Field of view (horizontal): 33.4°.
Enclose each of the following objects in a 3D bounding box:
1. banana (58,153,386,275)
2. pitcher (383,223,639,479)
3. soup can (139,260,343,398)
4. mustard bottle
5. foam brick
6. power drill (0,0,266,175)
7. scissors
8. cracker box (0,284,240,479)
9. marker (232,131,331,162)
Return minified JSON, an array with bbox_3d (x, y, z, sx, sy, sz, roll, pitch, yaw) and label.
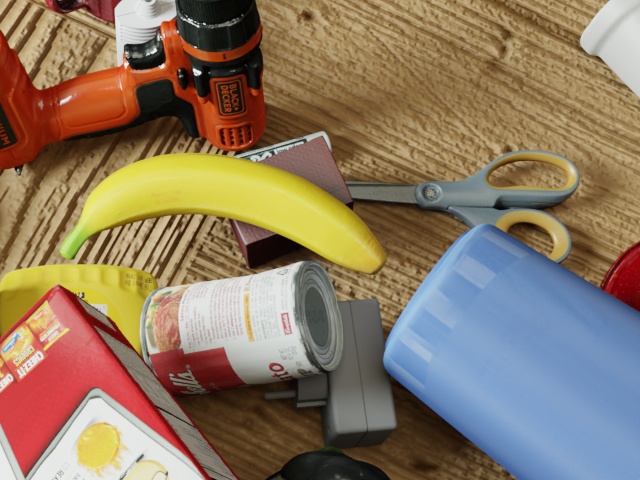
[{"bbox_3d":[-0.057,-0.018,0.652,0.198,0.037,0.069,3,90,1],"label":"banana"},{"bbox_3d":[0.162,0.099,0.617,0.243,0.149,0.144,36,51,13],"label":"pitcher"},{"bbox_3d":[-0.045,0.052,0.629,0.102,0.068,0.068,-12,65,20],"label":"soup can"},{"bbox_3d":[-0.142,0.111,0.624,0.096,0.058,0.191,1,67,-12],"label":"mustard bottle"},{"bbox_3d":[-0.023,-0.024,0.700,0.078,0.051,0.053,-21,73,-9],"label":"foam brick"},{"bbox_3d":[-0.128,-0.113,0.665,0.187,0.184,0.057,-8,55,-3],"label":"power drill"},{"bbox_3d":[0.087,-0.014,0.737,0.201,0.016,0.096,-11,73,-8],"label":"scissors"},{"bbox_3d":[-0.117,0.153,0.514,0.164,0.072,0.214,-44,60,-1],"label":"cracker box"},{"bbox_3d":[-0.051,-0.050,0.729,0.121,0.020,0.020,-17,70,-15],"label":"marker"}]
